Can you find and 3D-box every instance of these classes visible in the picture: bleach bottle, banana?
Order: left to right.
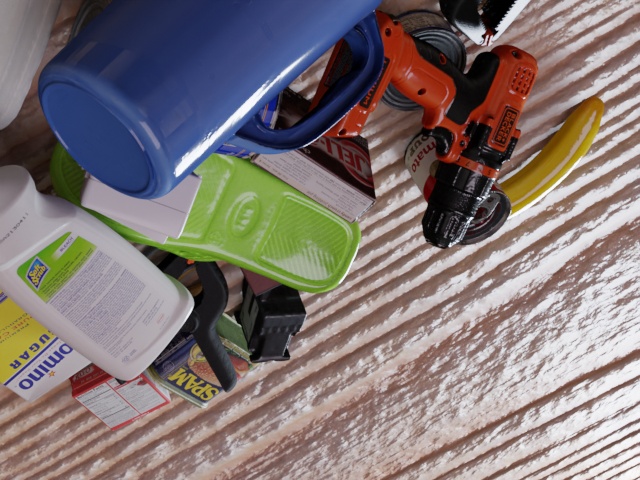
[{"bbox_3d":[-0.197,0.013,0.826,0.102,0.068,0.250,-52,143,-14],"label":"bleach bottle"},{"bbox_3d":[0.212,-0.068,1.085,0.198,0.037,0.069,-35,139,12],"label":"banana"}]

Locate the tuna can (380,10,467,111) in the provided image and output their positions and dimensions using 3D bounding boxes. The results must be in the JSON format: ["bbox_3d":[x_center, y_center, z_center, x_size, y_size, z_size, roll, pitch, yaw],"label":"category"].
[{"bbox_3d":[0.082,-0.156,0.930,0.086,0.034,0.086,-14,138,-13],"label":"tuna can"}]

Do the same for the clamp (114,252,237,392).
[{"bbox_3d":[-0.141,0.076,1.020,0.120,0.039,0.171,-5,116,-11],"label":"clamp"}]

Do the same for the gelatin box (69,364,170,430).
[{"bbox_3d":[-0.211,0.156,1.123,0.073,0.030,0.089,-27,139,5],"label":"gelatin box"}]

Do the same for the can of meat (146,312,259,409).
[{"bbox_3d":[-0.121,0.118,1.106,0.084,0.057,0.102,-37,138,11],"label":"can of meat"}]

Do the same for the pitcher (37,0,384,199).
[{"bbox_3d":[-0.063,-0.133,0.715,0.242,0.149,0.145,-50,159,-29],"label":"pitcher"}]

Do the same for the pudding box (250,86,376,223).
[{"bbox_3d":[-0.007,-0.076,0.911,0.113,0.090,0.039,29,122,-25],"label":"pudding box"}]

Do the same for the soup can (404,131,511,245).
[{"bbox_3d":[0.128,-0.054,1.008,0.068,0.102,0.068,-14,138,-13],"label":"soup can"}]

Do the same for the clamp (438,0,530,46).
[{"bbox_3d":[0.151,-0.225,0.841,0.164,0.036,0.210,-25,160,-4],"label":"clamp"}]

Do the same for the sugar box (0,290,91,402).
[{"bbox_3d":[-0.259,0.065,0.894,0.093,0.048,0.176,-34,140,1],"label":"sugar box"}]

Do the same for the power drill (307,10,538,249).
[{"bbox_3d":[0.082,-0.096,0.884,0.187,0.057,0.184,17,97,-37],"label":"power drill"}]
